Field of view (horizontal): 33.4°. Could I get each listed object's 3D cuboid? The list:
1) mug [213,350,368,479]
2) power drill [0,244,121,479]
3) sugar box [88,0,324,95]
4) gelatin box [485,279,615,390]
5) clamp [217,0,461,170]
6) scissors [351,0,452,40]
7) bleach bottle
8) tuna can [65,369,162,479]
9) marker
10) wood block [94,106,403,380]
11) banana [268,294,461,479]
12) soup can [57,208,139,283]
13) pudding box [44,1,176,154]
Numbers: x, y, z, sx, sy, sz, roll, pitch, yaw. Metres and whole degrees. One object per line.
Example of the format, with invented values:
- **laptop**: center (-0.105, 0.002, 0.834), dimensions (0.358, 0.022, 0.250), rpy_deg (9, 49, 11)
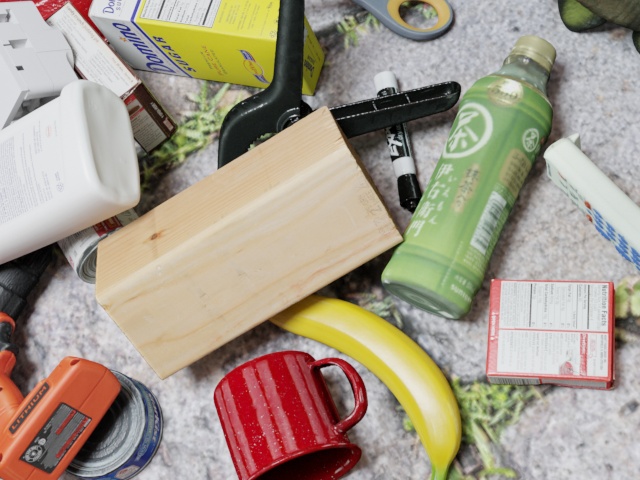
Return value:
- **mug**: center (-0.019, 0.125, 0.758), dimensions (0.117, 0.093, 0.081), rpy_deg (-35, 59, 22)
- **power drill**: center (-0.235, 0.091, 0.825), dimensions (0.188, 0.057, 0.184), rpy_deg (27, 81, 43)
- **sugar box**: center (-0.093, -0.169, 0.885), dimensions (0.176, 0.093, 0.048), rpy_deg (8, 72, 18)
- **gelatin box**: center (0.166, 0.067, 0.765), dimensions (0.089, 0.030, 0.073), rpy_deg (1, 70, 15)
- **clamp**: center (-0.005, -0.090, 0.829), dimensions (0.164, 0.036, 0.210), rpy_deg (29, 116, -14)
- **scissors**: center (0.022, -0.193, 0.875), dimensions (0.201, 0.016, 0.096), rpy_deg (-19, 79, -10)
- **bleach bottle**: center (-0.260, -0.031, 0.834), dimensions (0.251, 0.068, 0.102), rpy_deg (-20, 71, 25)
- **tuna can**: center (-0.168, 0.143, 0.824), dimensions (0.086, 0.033, 0.086), rpy_deg (-5, 69, 13)
- **marker**: center (0.062, -0.079, 0.851), dimensions (0.020, 0.020, 0.121), rpy_deg (-14, 68, 9)
- **wood block**: center (-0.056, 0.000, 0.792), dimensions (0.206, 0.090, 0.091), rpy_deg (-30, 28, 7)
- **banana**: center (0.040, 0.094, 0.785), dimensions (0.069, 0.037, 0.198), rpy_deg (-43, 66, -3)
- **soup can**: center (-0.192, -0.023, 0.873), dimensions (0.068, 0.068, 0.102), rpy_deg (-37, 66, -1)
- **pudding box**: center (-0.178, -0.136, 0.897), dimensions (0.039, 0.090, 0.114), rpy_deg (-43, 66, -4)
